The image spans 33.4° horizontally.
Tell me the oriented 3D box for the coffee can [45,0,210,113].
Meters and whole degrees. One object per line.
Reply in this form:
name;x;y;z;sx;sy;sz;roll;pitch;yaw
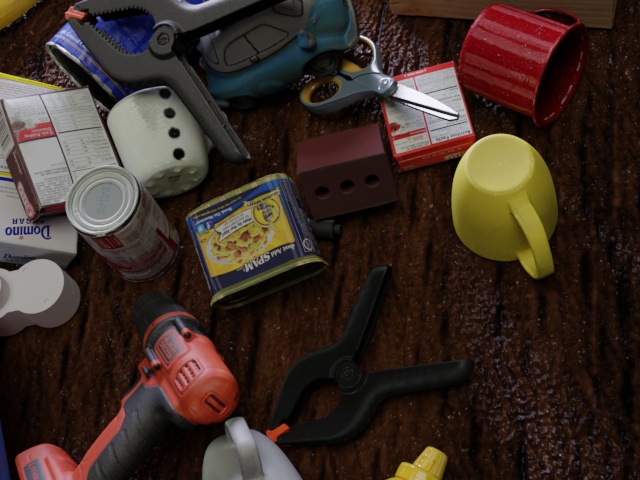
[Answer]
coffee can;-0.176;-0.199;1.016;0.103;0.102;0.140;36;78;25

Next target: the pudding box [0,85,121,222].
pudding box;-0.234;-0.079;0.962;0.089;0.039;0.113;-15;77;-36

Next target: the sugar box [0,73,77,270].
sugar box;-0.272;-0.064;0.985;0.093;0.048;0.176;11;62;-28

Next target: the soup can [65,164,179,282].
soup can;-0.171;-0.013;0.928;0.068;0.102;0.068;-5;65;11

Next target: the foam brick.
foam brick;0.022;-0.060;0.924;0.078;0.053;0.051;-14;38;7

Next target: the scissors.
scissors;0.042;-0.123;0.939;0.096;0.016;0.202;-40;39;6

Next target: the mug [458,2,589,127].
mug;0.180;-0.164;0.926;0.082;0.093;0.117;27;64;28

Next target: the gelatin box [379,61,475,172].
gelatin box;0.094;-0.110;0.950;0.073;0.030;0.089;-15;60;7

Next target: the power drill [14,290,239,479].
power drill;-0.160;0.136;0.858;0.187;0.057;0.185;-48;31;-1

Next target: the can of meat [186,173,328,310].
can of meat;-0.056;0.001;0.906;0.102;0.057;0.084;-23;76;10

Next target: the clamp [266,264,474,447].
clamp;0.035;0.113;0.857;0.171;0.039;0.120;-48;60;-4

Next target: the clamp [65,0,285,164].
clamp;-0.126;-0.159;0.919;0.210;0.036;0.164;11;89;17

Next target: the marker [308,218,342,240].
marker;-0.040;-0.013;0.944;0.121;0.020;0.020;4;66;15

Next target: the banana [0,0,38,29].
banana;-0.316;-0.271;1.124;0.070;0.037;0.197;24;71;41
